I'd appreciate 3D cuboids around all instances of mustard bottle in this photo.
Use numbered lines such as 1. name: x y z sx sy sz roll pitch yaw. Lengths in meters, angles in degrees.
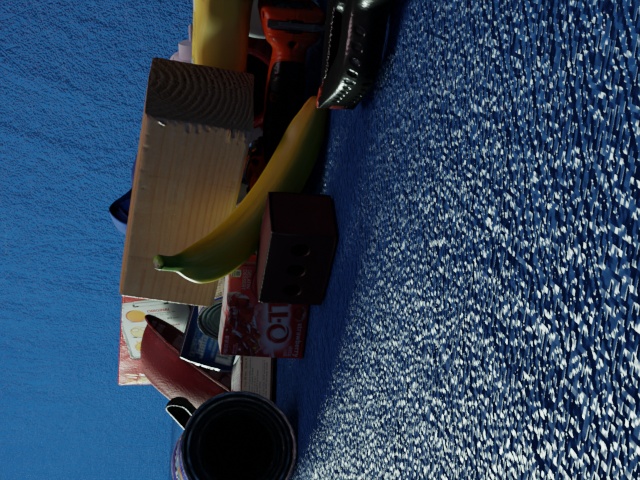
1. mustard bottle: -0.093 -0.165 0.976 0.096 0.058 0.192 -102 16 -54

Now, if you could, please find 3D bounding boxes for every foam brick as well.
1. foam brick: -0.020 0.007 0.842 0.051 0.053 0.078 -98 14 -47

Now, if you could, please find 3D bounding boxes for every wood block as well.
1. wood block: -0.122 -0.047 0.952 0.090 0.090 0.206 -93 16 -48

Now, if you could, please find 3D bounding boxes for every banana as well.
1. banana: -0.052 -0.031 0.873 0.197 0.037 0.069 -49 -24 -16

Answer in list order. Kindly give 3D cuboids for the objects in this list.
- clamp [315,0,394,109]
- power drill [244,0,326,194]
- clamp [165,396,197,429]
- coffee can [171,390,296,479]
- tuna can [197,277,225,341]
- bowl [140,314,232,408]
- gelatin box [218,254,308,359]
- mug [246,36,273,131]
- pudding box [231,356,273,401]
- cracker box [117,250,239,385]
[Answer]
1. clamp: 0.027 -0.171 0.676 0.210 0.036 0.164 107 163 -55
2. power drill: -0.036 -0.126 0.979 0.184 0.057 0.188 -115 28 -69
3. clamp: -0.118 0.236 1.148 0.171 0.039 0.120 30 -118 -61
4. coffee can: -0.083 0.201 0.991 0.140 0.102 0.103 122 150 -70
5. tuna can: -0.079 0.068 1.063 0.086 0.086 0.034 106 166 -52
6. bowl: -0.153 0.155 1.231 0.055 0.162 0.162 -52 11 -1
7. gelatin box: -0.047 0.057 0.921 0.030 0.073 0.089 -110 26 -66
8. mug: -0.077 -0.167 1.155 0.117 0.093 0.081 55 -162 -21
9. pudding box: -0.072 0.178 1.123 0.090 0.039 0.113 127 144 -73
10. cracker box: -0.170 0.097 1.344 0.214 0.164 0.072 104 164 -47
